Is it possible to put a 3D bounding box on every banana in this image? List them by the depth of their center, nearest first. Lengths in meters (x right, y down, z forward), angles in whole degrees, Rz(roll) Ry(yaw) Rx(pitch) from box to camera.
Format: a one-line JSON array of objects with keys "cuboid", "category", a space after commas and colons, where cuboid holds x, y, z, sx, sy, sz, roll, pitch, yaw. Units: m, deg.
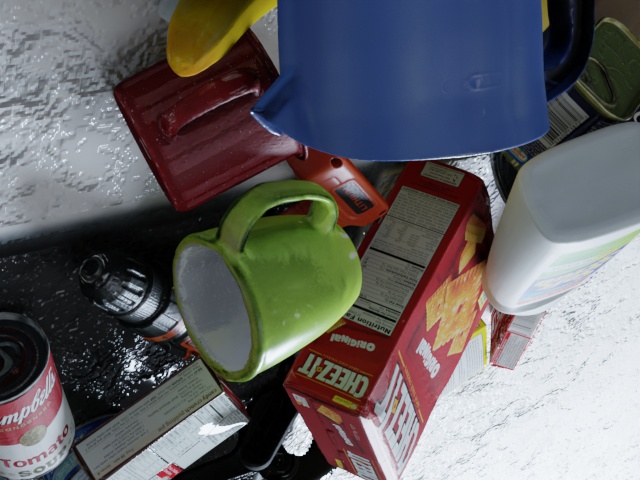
[{"cuboid": [-0.017, -0.141, 0.578, 0.197, 0.070, 0.037, -29, 139, -33], "category": "banana"}]

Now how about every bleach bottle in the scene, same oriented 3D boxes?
[{"cuboid": [0.174, 0.003, 0.776, 0.102, 0.068, 0.251, -19, 162, -5], "category": "bleach bottle"}]

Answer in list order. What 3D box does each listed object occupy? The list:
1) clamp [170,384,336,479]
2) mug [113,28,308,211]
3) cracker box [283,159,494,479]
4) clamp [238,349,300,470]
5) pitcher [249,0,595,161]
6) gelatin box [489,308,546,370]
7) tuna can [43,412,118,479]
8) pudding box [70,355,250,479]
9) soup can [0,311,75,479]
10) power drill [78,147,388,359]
[{"cuboid": [-0.050, 0.190, 0.908, 0.209, 0.164, 0.036, -63, -172, -28], "category": "clamp"}, {"cuboid": [-0.062, -0.069, 0.595, 0.081, 0.093, 0.117, -29, -177, -9], "category": "mug"}, {"cuboid": [0.067, 0.067, 0.836, 0.213, 0.072, 0.164, -60, 154, -22], "category": "cracker box"}, {"cuboid": [-0.019, 0.113, 0.845, 0.120, 0.039, 0.171, -66, 165, 6], "category": "clamp"}, {"cuboid": [0.048, -0.165, 0.496, 0.149, 0.145, 0.243, -39, 130, -63], "category": "pitcher"}, {"cuboid": [0.191, 0.071, 1.042, 0.030, 0.073, 0.089, 16, 130, -2], "category": "gelatin box"}, {"cuboid": [-0.172, 0.176, 0.837, 0.086, 0.034, 0.086, -26, 144, -21], "category": "tuna can"}, {"cuboid": [-0.112, 0.138, 0.771, 0.113, 0.039, 0.090, -37, 156, -7], "category": "pudding box"}, {"cuboid": [-0.201, 0.103, 0.692, 0.068, 0.069, 0.102, -26, 145, -20], "category": "soup can"}, {"cuboid": [-0.055, 0.001, 0.729, 0.188, 0.057, 0.184, -41, 151, 6], "category": "power drill"}]
